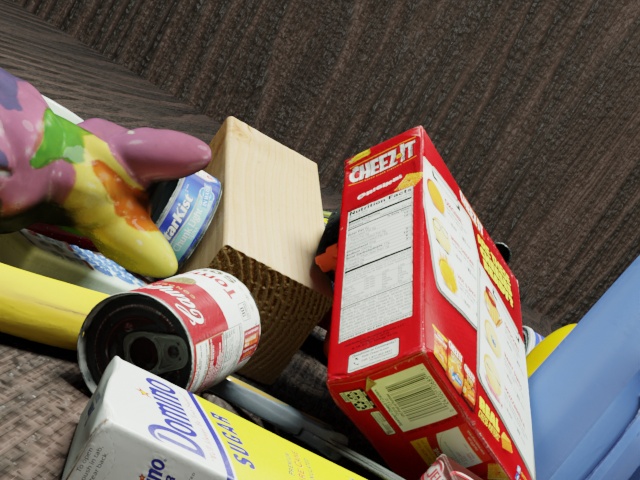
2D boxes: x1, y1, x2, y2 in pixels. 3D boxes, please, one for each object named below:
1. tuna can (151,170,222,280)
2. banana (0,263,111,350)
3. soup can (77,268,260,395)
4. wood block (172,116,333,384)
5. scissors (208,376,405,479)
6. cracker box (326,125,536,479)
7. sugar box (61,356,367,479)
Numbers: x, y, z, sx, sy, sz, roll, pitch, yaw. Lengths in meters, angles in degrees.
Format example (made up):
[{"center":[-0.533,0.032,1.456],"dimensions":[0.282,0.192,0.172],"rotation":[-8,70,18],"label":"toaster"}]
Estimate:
[{"center":[-0.107,-0.014,0.769],"dimensions":[0.033,0.086,0.086],"rotation":[32,6,-18],"label":"tuna can"},{"center":[-0.166,0.036,0.599],"dimensions":[0.070,0.037,0.197],"rotation":[12,-8,38],"label":"banana"},{"center":[-0.082,0.055,0.604],"dimensions":[0.068,0.068,0.102],"rotation":[32,15,12],"label":"soup can"},{"center":[-0.056,0.001,0.818],"dimensions":[0.090,0.090,0.206],"rotation":[27,25,-19],"label":"wood block"},{"center":[0.010,0.121,0.631],"dimensions":[0.202,0.016,0.096],"rotation":[21,-8,40],"label":"scissors"},{"center":[0.073,0.056,0.693],"dimensions":[0.164,0.072,0.213],"rotation":[54,26,-33],"label":"cracker box"},{"center":[-0.030,0.120,0.500],"dimensions":[0.176,0.048,0.093],"rotation":[31,5,-12],"label":"sugar box"}]
